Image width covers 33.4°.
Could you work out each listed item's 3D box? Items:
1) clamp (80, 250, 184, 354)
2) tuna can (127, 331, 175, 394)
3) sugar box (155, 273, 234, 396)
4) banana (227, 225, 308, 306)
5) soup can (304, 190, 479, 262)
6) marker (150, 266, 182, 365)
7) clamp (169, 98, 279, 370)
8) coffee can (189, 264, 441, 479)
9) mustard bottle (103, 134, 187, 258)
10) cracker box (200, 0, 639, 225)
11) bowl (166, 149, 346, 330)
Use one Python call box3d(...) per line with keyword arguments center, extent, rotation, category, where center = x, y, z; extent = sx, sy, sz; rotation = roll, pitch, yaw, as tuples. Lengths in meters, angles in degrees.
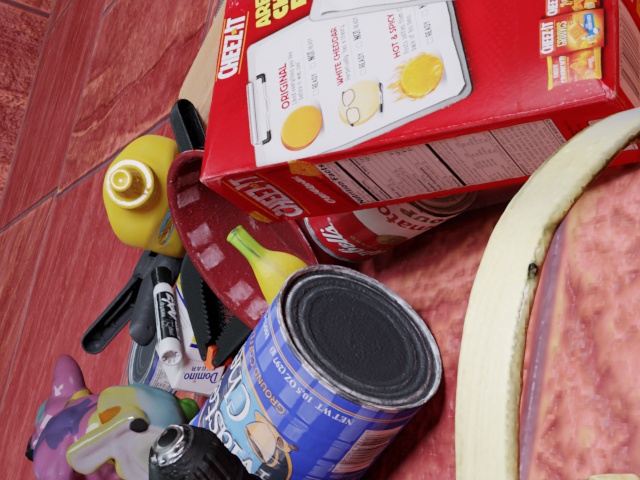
box3d(center=(-0.169, 0.041, 1.034), extent=(0.120, 0.039, 0.171), rotation=(-16, 37, 42), category="clamp")
box3d(center=(-0.157, 0.110, 1.031), extent=(0.086, 0.033, 0.086), rotation=(-47, 35, 47), category="tuna can")
box3d(center=(-0.091, 0.035, 0.920), extent=(0.093, 0.048, 0.176), rotation=(-134, 59, -64), category="sugar box")
box3d(center=(-0.024, 0.065, 0.705), extent=(0.037, 0.070, 0.198), rotation=(-40, -28, -30), category="banana")
box3d(center=(0.041, -0.032, 0.638), extent=(0.102, 0.068, 0.068), rotation=(-30, 48, 58), category="soup can")
box3d(center=(-0.133, 0.062, 0.918), extent=(0.020, 0.020, 0.121), rotation=(-61, 26, 27), category="marker")
box3d(center=(-0.055, 0.001, 0.827), extent=(0.165, 0.036, 0.210), rotation=(10, 100, 32), category="clamp")
box3d(center=(-0.009, 0.098, 0.620), extent=(0.140, 0.102, 0.103), rotation=(-56, 28, 35), category="coffee can")
box3d(center=(-0.141, -0.039, 0.910), extent=(0.191, 0.058, 0.096), rotation=(32, -107, -82), category="mustard bottle")
box3d(center=(0.053, -0.105, 0.540), extent=(0.214, 0.072, 0.164), rotation=(-9, 62, 30), category="cracker box")
box3d(center=(-0.034, -0.005, 0.741), extent=(0.055, 0.162, 0.162), rotation=(-38, 6, -30), category="bowl")
